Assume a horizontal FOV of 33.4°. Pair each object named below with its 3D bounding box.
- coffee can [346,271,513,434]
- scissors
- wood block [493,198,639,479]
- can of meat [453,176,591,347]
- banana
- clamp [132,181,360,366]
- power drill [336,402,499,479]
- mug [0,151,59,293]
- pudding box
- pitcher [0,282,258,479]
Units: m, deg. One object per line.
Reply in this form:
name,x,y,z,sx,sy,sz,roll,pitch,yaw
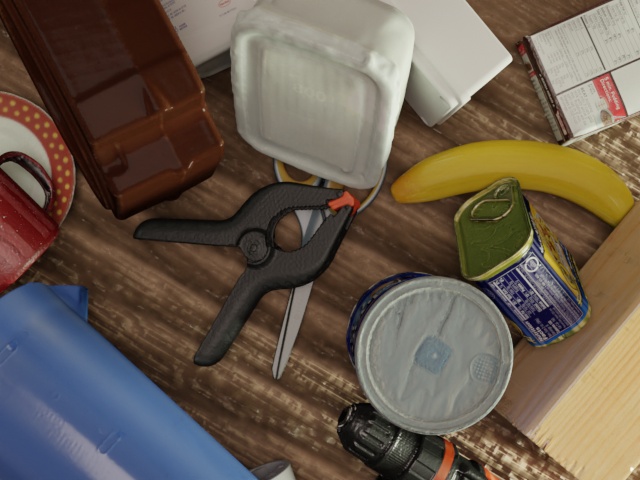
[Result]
coffee can,0.072,0.074,0.755,0.103,0.140,0.103,0,90,-1
scissors,-0.021,-0.003,0.817,0.096,0.016,0.202,31,90,1
wood block,0.224,0.071,0.772,0.090,0.090,0.206,41,90,-19
can of meat,0.145,0.017,0.766,0.057,0.102,0.084,-34,115,20
banana,0.155,-0.042,0.808,0.198,0.037,0.069,13,89,-1
clamp,-0.055,0.001,0.796,0.171,0.039,0.120,-36,88,5
power drill,0.051,0.230,0.783,0.184,0.057,0.187,34,92,-13
mug,-0.236,-0.015,0.763,0.081,0.093,0.117,46,48,-14
pudding box,0.218,-0.134,0.809,0.113,0.039,0.090,-23,89,-3
pitcher,-0.156,0.157,0.733,0.243,0.144,0.149,38,109,10
